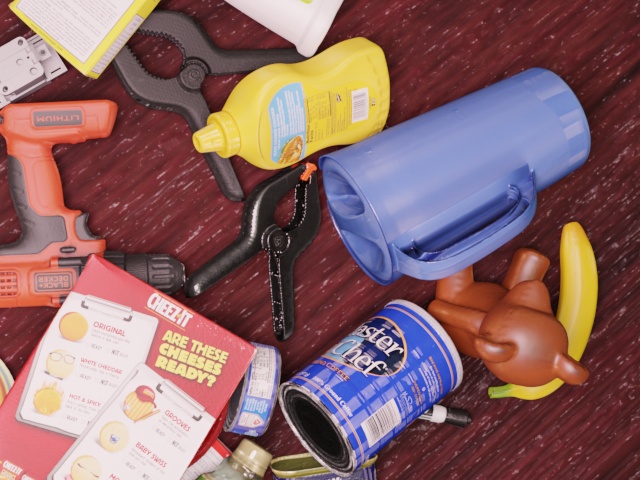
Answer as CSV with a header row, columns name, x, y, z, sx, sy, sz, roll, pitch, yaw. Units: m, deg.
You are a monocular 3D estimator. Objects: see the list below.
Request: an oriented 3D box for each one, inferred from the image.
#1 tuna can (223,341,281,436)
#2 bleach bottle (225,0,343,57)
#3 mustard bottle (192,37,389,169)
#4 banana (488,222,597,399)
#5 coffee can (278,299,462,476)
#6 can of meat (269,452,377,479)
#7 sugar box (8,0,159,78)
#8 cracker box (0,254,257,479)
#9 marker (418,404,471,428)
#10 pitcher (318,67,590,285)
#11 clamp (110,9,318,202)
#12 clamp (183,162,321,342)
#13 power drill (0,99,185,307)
name,x,y,z,sx,sy,sz,roll,pitch,yaw
tuna can,-0.064,0.137,0.988,0.033,0.086,0.086,13,88,-13
bleach bottle,-0.094,-0.273,0.983,0.250,0.068,0.102,28,66,-7
mustard bottle,-0.028,-0.116,0.974,0.191,0.058,0.096,-22,132,-26
banana,0.240,0.082,1.072,0.069,0.037,0.198,26,86,-11
coffee can,0.047,0.134,0.983,0.140,0.103,0.103,-35,97,-26
can of meat,0.006,0.248,1.018,0.102,0.057,0.084,-6,94,-11
sugar box,-0.180,-0.239,0.933,0.093,0.048,0.176,41,93,0
cracker box,-0.180,0.142,0.916,0.164,0.072,0.213,31,84,-11
marker,0.091,0.166,1.053,0.121,0.020,0.020,12,88,-11
pitcher,0.133,-0.062,0.997,0.242,0.145,0.149,-27,88,-14
clamp,-0.111,-0.159,1.001,0.210,0.036,0.164,37,82,-13
clamp,-0.057,0.001,1.005,0.120,0.039,0.171,19,83,-35
power drill,-0.218,-0.032,0.971,0.184,0.057,0.187,-3,91,-12
